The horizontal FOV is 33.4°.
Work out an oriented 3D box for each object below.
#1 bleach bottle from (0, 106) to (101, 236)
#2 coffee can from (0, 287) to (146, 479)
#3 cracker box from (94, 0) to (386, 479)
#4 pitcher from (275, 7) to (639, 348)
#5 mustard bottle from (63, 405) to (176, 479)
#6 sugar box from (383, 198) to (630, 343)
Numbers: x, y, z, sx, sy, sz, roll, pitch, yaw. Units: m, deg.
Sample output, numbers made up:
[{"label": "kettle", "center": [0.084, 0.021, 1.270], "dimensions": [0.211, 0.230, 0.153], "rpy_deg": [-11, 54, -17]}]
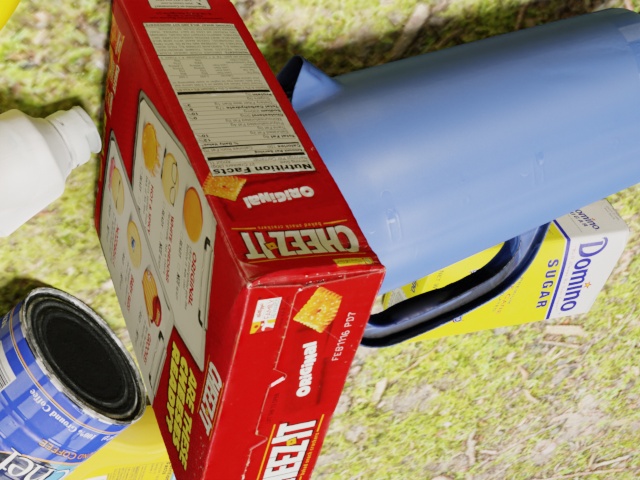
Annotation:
[{"label": "bleach bottle", "center": [-0.214, -0.003, 0.508], "dimensions": [0.250, 0.068, 0.103], "rpy_deg": [-33, 176, -29]}, {"label": "coffee can", "center": [-0.194, 0.111, 0.661], "dimensions": [0.140, 0.103, 0.102], "rpy_deg": [-39, 139, 13]}, {"label": "cracker box", "center": [-0.054, 0.001, 0.535], "dimensions": [0.072, 0.214, 0.164], "rpy_deg": [-7, 136, -24]}, {"label": "pitcher", "center": [0.091, -0.046, 0.636], "dimensions": [0.242, 0.145, 0.149], "rpy_deg": [-19, 160, -15]}, {"label": "mustard bottle", "center": [-0.117, 0.157, 0.787], "dimensions": [0.191, 0.058, 0.096], "rpy_deg": [1, 133, -30]}, {"label": "sugar box", "center": [0.140, 0.022, 0.800], "dimensions": [0.176, 0.048, 0.093], "rpy_deg": [-5, 135, -23]}]
